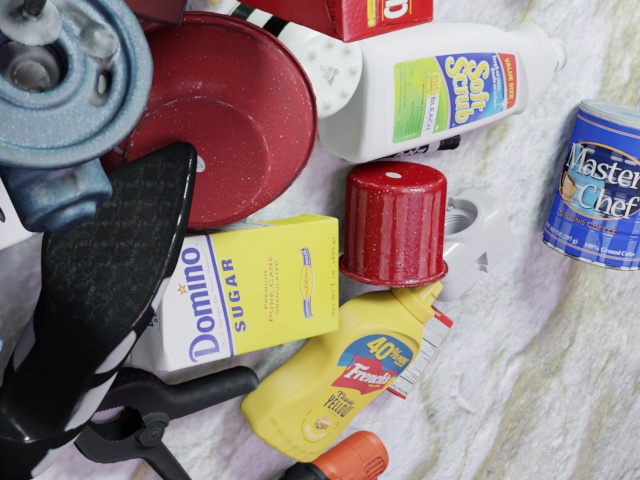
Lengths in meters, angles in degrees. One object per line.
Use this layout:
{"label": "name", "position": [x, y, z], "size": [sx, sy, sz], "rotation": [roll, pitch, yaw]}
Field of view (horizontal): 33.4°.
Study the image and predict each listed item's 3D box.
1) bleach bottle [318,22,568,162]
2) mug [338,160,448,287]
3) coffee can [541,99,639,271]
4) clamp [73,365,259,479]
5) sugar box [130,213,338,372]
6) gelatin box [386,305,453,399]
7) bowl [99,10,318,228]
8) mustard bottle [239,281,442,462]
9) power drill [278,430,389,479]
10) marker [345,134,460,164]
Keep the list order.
{"label": "bleach bottle", "position": [0.112, -0.138, 0.869], "size": [0.250, 0.068, 0.102], "rotation": [-19, 123, -35]}
{"label": "mug", "position": [0.066, -0.020, 0.879], "size": [0.117, 0.093, 0.081], "rotation": [-31, 128, -56]}
{"label": "coffee can", "position": [0.280, -0.054, 1.023], "size": [0.102, 0.103, 0.140], "rotation": [-2, 113, -39]}
{"label": "clamp", "position": [-0.134, 0.147, 0.823], "size": [0.171, 0.039, 0.120], "rotation": [9, 104, -38]}
{"label": "sugar box", "position": [-0.059, 0.034, 0.782], "size": [0.175, 0.048, 0.093], "rotation": [-10, 102, -48]}
{"label": "gelatin box", "position": [0.073, 0.093, 0.975], "size": [0.073, 0.030, 0.089], "rotation": [36, 87, -46]}
{"label": "bowl", "position": [-0.079, -0.064, 0.697], "size": [0.162, 0.055, 0.162], "rotation": [-3, 124, -4]}
{"label": "mustard bottle", "position": [0.028, 0.099, 0.890], "size": [0.192, 0.058, 0.096], "rotation": [-45, 136, 6]}
{"label": "power drill", "position": [-0.004, 0.288, 0.989], "size": [0.184, 0.057, 0.187], "rotation": [-29, 127, -26]}
{"label": "marker", "position": [0.072, -0.080, 0.893], "size": [0.120, 0.020, 0.020], "rotation": [-11, 118, -36]}
